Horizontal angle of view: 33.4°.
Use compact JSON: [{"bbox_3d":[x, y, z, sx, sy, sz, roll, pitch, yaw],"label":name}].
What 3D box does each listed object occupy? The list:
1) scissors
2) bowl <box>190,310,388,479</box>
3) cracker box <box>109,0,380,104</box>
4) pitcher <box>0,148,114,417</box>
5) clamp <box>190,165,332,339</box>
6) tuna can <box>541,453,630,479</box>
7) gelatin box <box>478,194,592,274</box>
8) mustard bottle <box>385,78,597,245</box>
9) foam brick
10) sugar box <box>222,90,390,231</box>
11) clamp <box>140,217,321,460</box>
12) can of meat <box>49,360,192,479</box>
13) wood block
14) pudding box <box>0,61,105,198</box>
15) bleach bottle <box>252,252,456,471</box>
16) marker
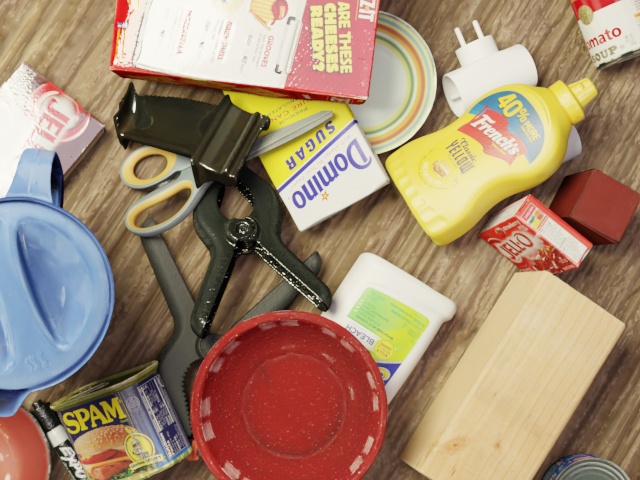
[{"bbox_3d":[-0.094,-0.080,0.937,0.201,0.016,0.096,-37,61,-2],"label":"scissors"},{"bbox_3d":[-0.024,0.139,0.890,0.162,0.055,0.162,0,84,4],"label":"bowl"},{"bbox_3d":[-0.058,-0.206,0.891,0.213,0.072,0.164,6,93,-1],"label":"cracker box"},{"bbox_3d":[-0.220,0.032,0.828,0.149,0.243,0.145,-40,93,-8],"label":"pitcher"},{"bbox_3d":[-0.056,0.001,0.926,0.120,0.039,0.171,-2,66,-10],"label":"clamp"},{"bbox_3d":[0.246,0.242,0.990,0.086,0.034,0.086,0,87,-8],"label":"tuna can"},{"bbox_3d":[0.192,0.000,0.966,0.073,0.089,0.030,39,73,-4],"label":"gelatin box"},{"bbox_3d":[0.159,-0.083,0.948,0.192,0.058,0.096,-33,60,9],"label":"mustard bottle"},{"bbox_3d":[0.248,-0.030,0.982,0.053,0.078,0.051,30,85,-6],"label":"foam brick"},{"bbox_3d":[-0.019,-0.106,0.954,0.093,0.048,0.176,-30,89,9],"label":"sugar box"},{"bbox_3d":[-0.104,0.086,0.946,0.164,0.036,0.210,18,81,-5],"label":"clamp"},{"bbox_3d":[-0.168,0.159,0.907,0.102,0.057,0.084,-21,95,31],"label":"can of meat"},{"bbox_3d":[0.170,0.137,0.956,0.090,0.091,0.206,34,83,-6],"label":"wood block"},{"bbox_3d":[-0.256,-0.084,0.931,0.090,0.039,0.113,38,83,-5],"label":"pudding box"},{"bbox_3d":[0.015,0.140,0.949,0.102,0.068,0.251,31,86,-4],"label":"bleach bottle"},{"bbox_3d":[-0.216,0.192,0.934,0.020,0.020,0.121,-32,92,-9],"label":"marker"}]
